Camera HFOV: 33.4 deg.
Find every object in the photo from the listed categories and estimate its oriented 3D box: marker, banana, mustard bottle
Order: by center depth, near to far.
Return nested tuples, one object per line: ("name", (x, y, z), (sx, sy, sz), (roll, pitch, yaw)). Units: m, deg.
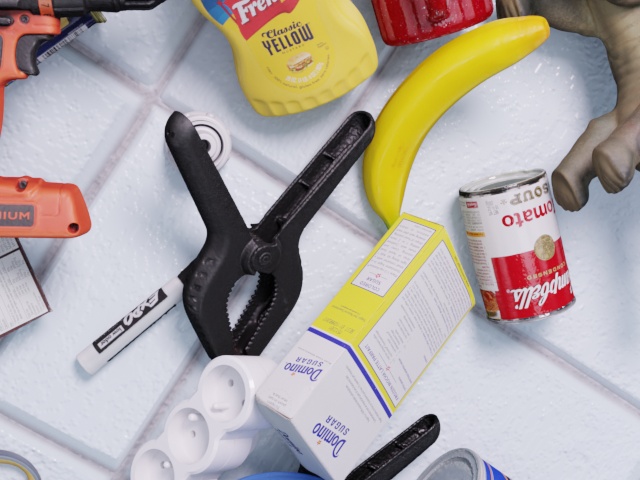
("mustard bottle", (-0.036, -0.170, 0.691), (0.096, 0.058, 0.191), (-19, 135, 11))
("banana", (0.081, -0.088, 0.756), (0.069, 0.037, 0.198), (30, 120, -3))
("marker", (-0.124, 0.052, 0.773), (0.121, 0.020, 0.020), (-39, 103, -4))

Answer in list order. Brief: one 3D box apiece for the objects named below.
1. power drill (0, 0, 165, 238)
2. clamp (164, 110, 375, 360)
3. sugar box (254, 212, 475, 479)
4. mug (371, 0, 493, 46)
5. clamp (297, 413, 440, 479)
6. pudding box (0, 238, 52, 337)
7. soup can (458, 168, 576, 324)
("power drill", (-0.183, -0.097, 0.668), (0.184, 0.057, 0.188), (0, 98, -4))
("clamp", (-0.055, 0.001, 0.741), (0.164, 0.036, 0.210), (3, 114, -39))
("sugar box", (0.035, 0.075, 0.751), (0.176, 0.048, 0.093), (-47, 135, -19))
("mug", (0.073, -0.182, 0.732), (0.093, 0.117, 0.081), (-16, 106, 3))
("clamp", (0.003, 0.183, 0.806), (0.120, 0.039, 0.171), (29, 92, -9))
("pudding box", (-0.251, 0.033, 0.719), (0.113, 0.039, 0.090), (-27, 104, -26))
("soup can", (0.146, 0.003, 0.794), (0.068, 0.068, 0.102), (-16, 100, -9))
